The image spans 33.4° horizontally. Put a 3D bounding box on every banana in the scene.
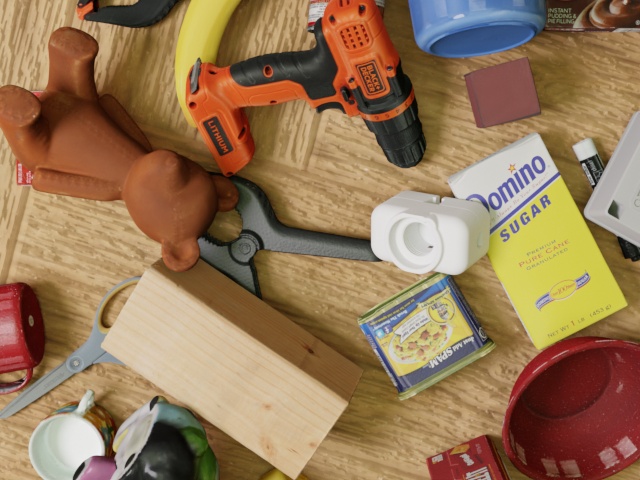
[{"bbox_3d":[-0.087,-0.195,0.955,0.069,0.037,0.198,32,109,-10],"label":"banana"}]

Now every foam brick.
[{"bbox_3d":[0.160,-0.130,0.945,0.053,0.078,0.051,-13,96,5],"label":"foam brick"}]

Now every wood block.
[{"bbox_3d":[-0.076,0.104,0.948,0.206,0.090,0.090,34,107,2],"label":"wood block"}]

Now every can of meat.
[{"bbox_3d":[0.095,0.084,0.980,0.102,0.057,0.084,-31,91,5],"label":"can of meat"}]

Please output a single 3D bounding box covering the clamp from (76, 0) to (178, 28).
[{"bbox_3d":[-0.149,-0.256,0.971,0.171,0.039,0.120,-19,97,2],"label":"clamp"}]

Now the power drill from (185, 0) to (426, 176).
[{"bbox_3d":[-0.011,-0.118,0.944,0.188,0.057,0.184,-16,130,13],"label":"power drill"}]

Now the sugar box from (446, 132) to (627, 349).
[{"bbox_3d":[0.196,0.000,0.971,0.093,0.048,0.176,-29,94,6],"label":"sugar box"}]

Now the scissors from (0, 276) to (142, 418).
[{"bbox_3d":[-0.213,0.124,1.023,0.096,0.016,0.202,40,97,-1],"label":"scissors"}]

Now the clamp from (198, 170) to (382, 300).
[{"bbox_3d":[-0.056,0.001,0.990,0.164,0.036,0.210,-40,93,9],"label":"clamp"}]

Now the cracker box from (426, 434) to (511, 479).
[{"bbox_3d":[0.171,0.296,0.941,0.072,0.164,0.214,-25,94,4],"label":"cracker box"}]

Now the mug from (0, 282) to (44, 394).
[{"bbox_3d":[-0.305,0.094,0.995,0.081,0.093,0.117,-10,117,0],"label":"mug"}]

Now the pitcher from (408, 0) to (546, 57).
[{"bbox_3d":[0.125,-0.284,0.876,0.145,0.149,0.243,-7,84,9],"label":"pitcher"}]

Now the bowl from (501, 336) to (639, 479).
[{"bbox_3d":[0.232,0.142,0.960,0.162,0.055,0.162,-5,120,-10],"label":"bowl"}]
